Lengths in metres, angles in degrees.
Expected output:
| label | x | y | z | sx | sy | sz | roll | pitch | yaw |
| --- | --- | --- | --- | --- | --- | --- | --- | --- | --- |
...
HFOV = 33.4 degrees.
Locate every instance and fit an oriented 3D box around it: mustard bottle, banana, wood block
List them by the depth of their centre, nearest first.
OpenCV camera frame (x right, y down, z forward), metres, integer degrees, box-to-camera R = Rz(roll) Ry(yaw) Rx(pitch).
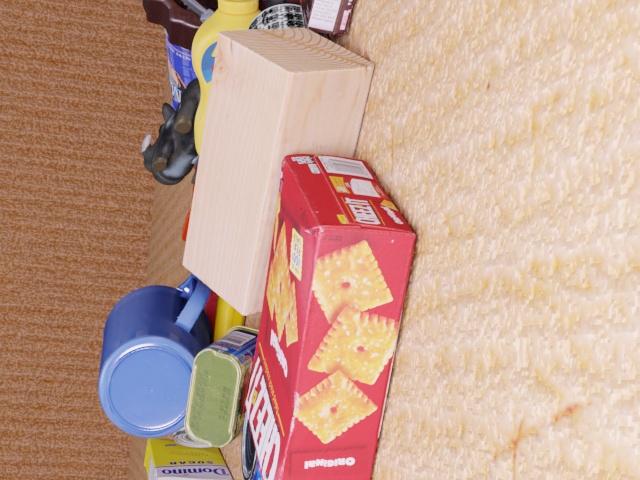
| label | x | y | z | sx | sy | sz | roll | pitch | yaw |
| --- | --- | --- | --- | --- | --- | --- | --- | --- | --- |
| wood block | -0.037 | -0.056 | 0.855 | 0.091 | 0.090 | 0.206 | 36 | 125 | 39 |
| mustard bottle | -0.083 | -0.177 | 1.097 | 0.058 | 0.096 | 0.192 | -106 | 15 | -59 |
| banana | -0.106 | 0.099 | 1.263 | 0.069 | 0.037 | 0.198 | -113 | 32 | -69 |

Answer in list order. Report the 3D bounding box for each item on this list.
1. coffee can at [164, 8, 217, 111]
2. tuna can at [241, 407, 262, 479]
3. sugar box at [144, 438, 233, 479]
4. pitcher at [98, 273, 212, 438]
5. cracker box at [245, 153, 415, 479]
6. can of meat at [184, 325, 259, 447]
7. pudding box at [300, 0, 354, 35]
| label | x | y | z | sx | sy | sz | roll | pitch | yaw |
| --- | --- | --- | --- | --- | --- | --- | --- | --- | --- |
| coffee can | -0.146 | -0.225 | 1.383 | 0.140 | 0.102 | 0.103 | 93 | 174 | -50 |
| tuna can | -0.050 | 0.184 | 0.990 | 0.086 | 0.033 | 0.086 | -174 | 90 | -77 |
| sugar box | -0.163 | 0.286 | 1.310 | 0.176 | 0.093 | 0.048 | -172 | 87 | -76 |
| pitcher | -0.180 | 0.126 | 1.194 | 0.243 | 0.145 | 0.149 | -134 | 34 | -80 |
| cracker box | -0.001 | 0.063 | 0.748 | 0.164 | 0.072 | 0.214 | -114 | 32 | -67 |
| can of meat | -0.089 | 0.144 | 1.051 | 0.083 | 0.057 | 0.102 | -26 | -53 | -68 |
| pudding box | 0.009 | -0.239 | 0.911 | 0.113 | 0.039 | 0.090 | -102 | 22 | -53 |
